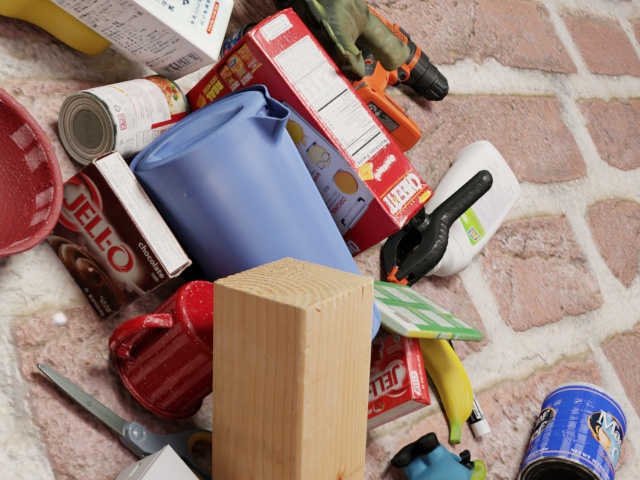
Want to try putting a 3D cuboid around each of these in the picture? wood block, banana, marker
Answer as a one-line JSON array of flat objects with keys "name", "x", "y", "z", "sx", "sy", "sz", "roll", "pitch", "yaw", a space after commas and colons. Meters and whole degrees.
[{"name": "wood block", "x": -0.022, "y": 0.128, "z": 0.825, "sx": 0.090, "sy": 0.090, "sz": 0.206, "roll": -18, "pitch": 115, "yaw": -51}, {"name": "banana", "x": 0.113, "y": 0.123, "z": 1.159, "sx": 0.198, "sy": 0.037, "sz": 0.069, "roll": 55, "pitch": 35, "yaw": -6}, {"name": "marker", "x": 0.159, "y": 0.162, "z": 1.202, "sx": 0.020, "sy": 0.020, "sz": 0.121, "roll": -8, "pitch": 71, "yaw": -52}]

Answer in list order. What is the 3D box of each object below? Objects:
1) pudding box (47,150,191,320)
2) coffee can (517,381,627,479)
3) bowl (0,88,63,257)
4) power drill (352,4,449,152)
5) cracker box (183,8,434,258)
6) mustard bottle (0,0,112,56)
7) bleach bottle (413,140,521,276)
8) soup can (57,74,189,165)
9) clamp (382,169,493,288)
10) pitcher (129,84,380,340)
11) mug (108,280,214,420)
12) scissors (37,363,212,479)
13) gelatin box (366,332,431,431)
[{"name": "pudding box", "x": -0.171, "y": -0.004, "z": 0.864, "sx": 0.113, "sy": 0.090, "sz": 0.039, "roll": 55, "pitch": 35, "yaw": -5}, {"name": "coffee can", "x": 0.292, "y": 0.245, "z": 1.229, "sx": 0.103, "sy": 0.103, "sz": 0.140, "roll": 51, "pitch": 36, "yaw": -10}, {"name": "bowl", "x": -0.276, "y": -0.050, "z": 0.801, "sx": 0.161, "sy": 0.055, "sz": 0.162, "roll": 30, "pitch": 45, "yaw": -34}, {"name": "power drill", "x": 0.092, "y": -0.195, "z": 1.354, "sx": 0.184, "sy": 0.057, "sz": 0.187, "roll": 35, "pitch": 39, "yaw": -24}, {"name": "cracker box", "x": -0.021, "y": -0.082, "z": 0.981, "sx": 0.213, "sy": 0.164, "sz": 0.072, "roll": 52, "pitch": 52, "yaw": -5}, {"name": "mustard bottle", "x": -0.268, "y": -0.240, "z": 0.948, "sx": 0.191, "sy": 0.058, "sz": 0.096, "roll": 20, "pitch": 56, "yaw": -42}, {"name": "bleach bottle", "x": 0.170, "y": -0.032, "z": 1.322, "sx": 0.102, "sy": 0.068, "sz": 0.250, "roll": 53, "pitch": 38, "yaw": -6}, {"name": "soup can", "x": -0.175, "y": -0.108, "z": 0.955, "sx": 0.102, "sy": 0.069, "sz": 0.068, "roll": -27, "pitch": 86, "yaw": -54}, {"name": "clamp", "x": 0.113, "y": -0.018, "z": 1.222, "sx": 0.039, "sy": 0.120, "sz": 0.171, "roll": 49, "pitch": 67, "yaw": -29}, {"name": "pitcher", "x": -0.056, "y": 0.001, "z": 0.925, "sx": 0.145, "sy": 0.149, "sz": 0.242, "roll": -34, "pitch": 110, "yaw": -11}, {"name": "mug", "x": -0.115, "y": 0.083, "z": 0.862, "sx": 0.117, "sy": 0.082, "sz": 0.093, "roll": 21, "pitch": 40, "yaw": -42}, {"name": "scissors", "x": -0.136, "y": 0.150, "z": 0.858, "sx": 0.201, "sy": 0.016, "sz": 0.096, "roll": 52, "pitch": 34, "yaw": -10}, {"name": "gelatin box", "x": 0.061, "y": 0.138, "z": 1.041, "sx": 0.030, "sy": 0.089, "sz": 0.073, "roll": 22, "pitch": 49, "yaw": -40}]
